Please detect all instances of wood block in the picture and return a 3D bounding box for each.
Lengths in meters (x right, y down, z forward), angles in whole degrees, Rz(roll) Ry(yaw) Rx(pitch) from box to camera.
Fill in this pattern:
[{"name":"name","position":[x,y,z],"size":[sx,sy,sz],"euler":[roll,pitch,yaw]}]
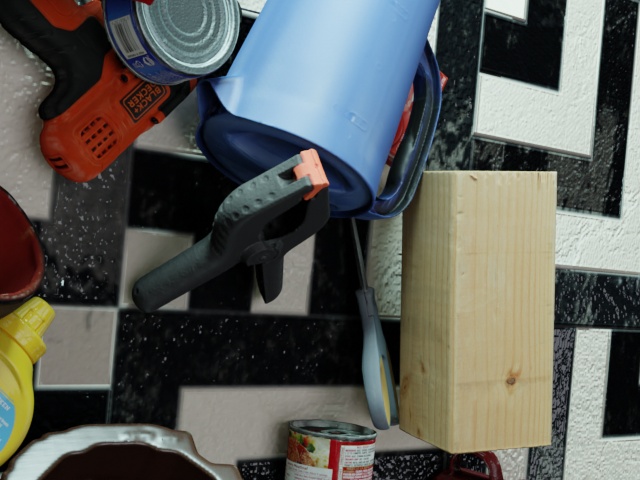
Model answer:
[{"name":"wood block","position":[0.119,0.050,0.821],"size":[0.090,0.090,0.206],"euler":[0,93,-22]}]

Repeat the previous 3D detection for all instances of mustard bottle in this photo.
[{"name":"mustard bottle","position":[-0.230,0.107,0.634],"size":[0.096,0.058,0.191],"euler":[47,64,-14]}]

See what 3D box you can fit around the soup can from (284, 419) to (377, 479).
[{"name":"soup can","position":[0.005,0.193,0.817],"size":[0.068,0.069,0.102],"euler":[6,89,-38]}]

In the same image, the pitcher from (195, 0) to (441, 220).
[{"name":"pitcher","position":[0.023,-0.142,0.776],"size":[0.149,0.145,0.242],"euler":[75,36,-67]}]

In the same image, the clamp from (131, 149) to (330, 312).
[{"name":"clamp","position":[-0.055,0.001,0.718],"size":[0.120,0.172,0.039],"euler":[-13,62,-33]}]

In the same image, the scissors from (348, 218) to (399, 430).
[{"name":"scissors","position":[0.036,0.060,0.836],"size":[0.096,0.016,0.202],"euler":[-68,146,-72]}]

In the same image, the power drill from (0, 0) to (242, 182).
[{"name":"power drill","position":[-0.147,-0.159,0.684],"size":[0.184,0.057,0.187],"euler":[-52,120,-31]}]

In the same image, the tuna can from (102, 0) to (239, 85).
[{"name":"tuna can","position":[-0.093,-0.143,0.674],"size":[0.085,0.034,0.086],"euler":[4,84,-45]}]
